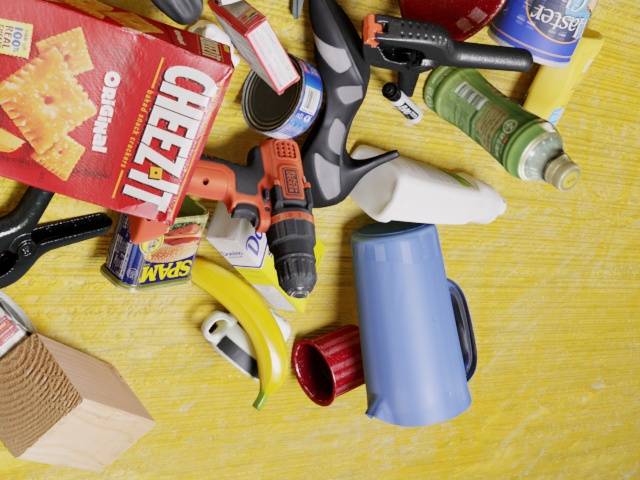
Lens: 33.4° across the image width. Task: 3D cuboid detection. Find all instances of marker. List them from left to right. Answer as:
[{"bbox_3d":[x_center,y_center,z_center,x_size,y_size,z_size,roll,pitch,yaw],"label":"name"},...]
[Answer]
[{"bbox_3d":[0.093,-0.156,1.207,0.020,0.020,0.121,-50,161,7],"label":"marker"}]

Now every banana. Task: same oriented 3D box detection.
[{"bbox_3d":[-0.087,0.094,1.210,0.069,0.037,0.198,-31,98,-22],"label":"banana"}]

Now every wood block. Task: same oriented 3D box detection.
[{"bbox_3d":[-0.264,0.176,1.120,0.090,0.091,0.206,-41,161,-2],"label":"wood block"}]

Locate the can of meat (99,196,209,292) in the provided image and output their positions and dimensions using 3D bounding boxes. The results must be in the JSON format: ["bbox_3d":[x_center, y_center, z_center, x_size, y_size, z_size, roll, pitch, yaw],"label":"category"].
[{"bbox_3d":[-0.172,0.000,1.117,0.101,0.058,0.084,-9,126,-48],"label":"can of meat"}]

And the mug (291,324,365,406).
[{"bbox_3d":[0.017,0.165,1.408,0.081,0.093,0.117,-20,165,-33],"label":"mug"}]

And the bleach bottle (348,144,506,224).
[{"bbox_3d":[0.145,-0.055,1.304,0.250,0.103,0.068,9,116,-43],"label":"bleach bottle"}]

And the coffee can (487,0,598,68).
[{"bbox_3d":[0.263,-0.281,1.208,0.102,0.103,0.140,-2,124,-39],"label":"coffee can"}]

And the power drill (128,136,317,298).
[{"bbox_3d":[-0.095,-0.029,1.066,0.187,0.184,0.057,5,147,-24],"label":"power drill"}]

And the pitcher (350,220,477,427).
[{"bbox_3d":[0.115,0.097,1.331,0.145,0.149,0.243,-7,101,9],"label":"pitcher"}]

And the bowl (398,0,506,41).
[{"bbox_3d":[0.135,-0.289,1.131,0.161,0.055,0.162,-22,136,-24],"label":"bowl"}]

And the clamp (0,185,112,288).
[{"bbox_3d":[-0.290,-0.011,1.030,0.171,0.039,0.120,-34,139,-18],"label":"clamp"}]

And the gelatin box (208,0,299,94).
[{"bbox_3d":[-0.063,-0.193,1.034,0.030,0.073,0.089,-40,140,-5],"label":"gelatin box"}]

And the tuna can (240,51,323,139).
[{"bbox_3d":[-0.039,-0.147,1.085,0.033,0.086,0.086,16,112,-47],"label":"tuna can"}]

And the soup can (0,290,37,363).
[{"bbox_3d":[-0.342,0.104,1.062,0.102,0.069,0.068,-41,140,-5],"label":"soup can"}]

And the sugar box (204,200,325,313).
[{"bbox_3d":[-0.058,0.002,1.199,0.176,0.048,0.093,52,49,-52],"label":"sugar box"}]

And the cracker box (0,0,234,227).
[{"bbox_3d":[-0.202,-0.120,0.921,0.213,0.072,0.164,17,114,-17],"label":"cracker box"}]

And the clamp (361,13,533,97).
[{"bbox_3d":[0.117,-0.195,1.110,0.209,0.165,0.036,14,72,-59],"label":"clamp"}]

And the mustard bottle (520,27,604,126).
[{"bbox_3d":[0.285,-0.178,1.340,0.096,0.058,0.192,-37,154,-62],"label":"mustard bottle"}]
